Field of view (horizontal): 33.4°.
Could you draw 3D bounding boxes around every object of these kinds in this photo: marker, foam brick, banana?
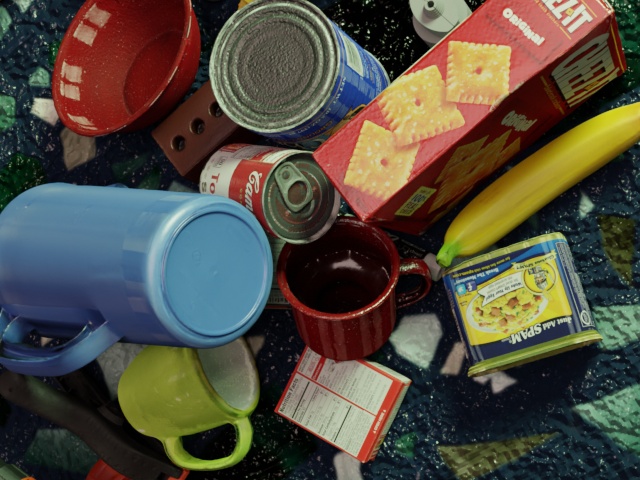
[{"bbox_3d":[0.046,-0.001,0.868,0.121,0.020,0.020,27,94,20],"label":"marker"},{"bbox_3d":[-0.094,-0.092,0.910,0.078,0.051,0.053,-41,73,12],"label":"foam brick"},{"bbox_3d":[0.166,-0.041,0.805,0.198,0.070,0.037,-37,107,2],"label":"banana"}]

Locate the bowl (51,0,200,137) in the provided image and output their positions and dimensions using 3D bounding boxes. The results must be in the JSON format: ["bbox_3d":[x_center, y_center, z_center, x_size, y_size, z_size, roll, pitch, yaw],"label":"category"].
[{"bbox_3d":[-0.157,-0.154,0.921,0.162,0.055,0.162,-15,63,31],"label":"bowl"}]

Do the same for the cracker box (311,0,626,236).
[{"bbox_3d":[0.115,-0.095,0.775,0.214,0.164,0.072,-39,75,12],"label":"cracker box"}]

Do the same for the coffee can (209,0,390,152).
[{"bbox_3d":[-0.011,-0.122,0.835,0.103,0.140,0.103,-2,84,19],"label":"coffee can"}]

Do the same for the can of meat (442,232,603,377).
[{"bbox_3d":[0.150,0.049,0.807,0.102,0.057,0.084,-20,77,17],"label":"can of meat"}]

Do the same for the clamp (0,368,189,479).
[{"bbox_3d":[-0.185,0.152,0.907,0.171,0.120,0.039,37,103,-3],"label":"clamp"}]

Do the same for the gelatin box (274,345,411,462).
[{"bbox_3d":[0.018,0.125,0.861,0.089,0.030,0.073,27,95,21],"label":"gelatin box"}]

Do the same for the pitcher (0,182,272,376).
[{"bbox_3d":[-0.154,0.028,0.821,0.243,0.144,0.149,2,94,50],"label":"pitcher"}]

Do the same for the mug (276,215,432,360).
[{"bbox_3d":[0.028,0.039,0.828,0.117,0.081,0.093,-11,56,-1],"label":"mug"}]

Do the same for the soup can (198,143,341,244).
[{"bbox_3d":[-0.041,-0.038,0.812,0.102,0.068,0.068,14,89,55],"label":"soup can"}]
